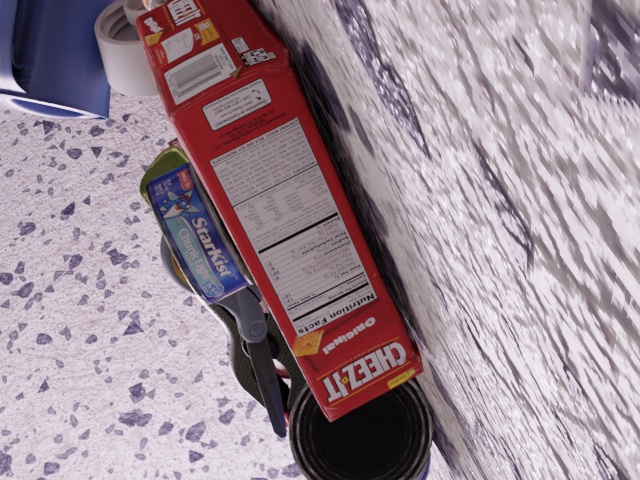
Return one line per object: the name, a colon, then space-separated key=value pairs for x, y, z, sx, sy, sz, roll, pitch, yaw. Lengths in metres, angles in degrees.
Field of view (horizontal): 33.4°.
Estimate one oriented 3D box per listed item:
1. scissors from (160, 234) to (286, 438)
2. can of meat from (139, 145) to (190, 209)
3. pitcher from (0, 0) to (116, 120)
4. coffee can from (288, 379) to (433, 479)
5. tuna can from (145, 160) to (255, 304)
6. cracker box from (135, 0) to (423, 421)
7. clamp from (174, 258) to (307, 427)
scissors: x=-0.064 y=0.057 z=0.743 sx=0.016 sy=0.096 sz=0.202 roll=25 pitch=119 yaw=54
can of meat: x=-0.091 y=-0.023 z=0.865 sx=0.083 sy=0.057 sz=0.102 roll=39 pitch=-177 yaw=-43
pitcher: x=-0.235 y=-0.231 z=0.934 sx=0.149 sy=0.144 sz=0.243 roll=11 pitch=92 yaw=50
coffee can: x=0.034 y=0.154 z=0.811 sx=0.103 sy=0.103 sz=0.140 roll=62 pitch=176 yaw=19
tuna can: x=-0.074 y=-0.004 z=0.655 sx=0.086 sy=0.034 sz=0.086 roll=64 pitch=179 yaw=1
cracker box: x=-0.024 y=-0.028 z=0.621 sx=0.213 sy=0.072 sz=0.164 roll=65 pitch=178 yaw=-31
clamp: x=-0.052 y=0.067 z=0.819 sx=0.039 sy=0.120 sz=0.171 roll=-43 pitch=-46 yaw=-49
